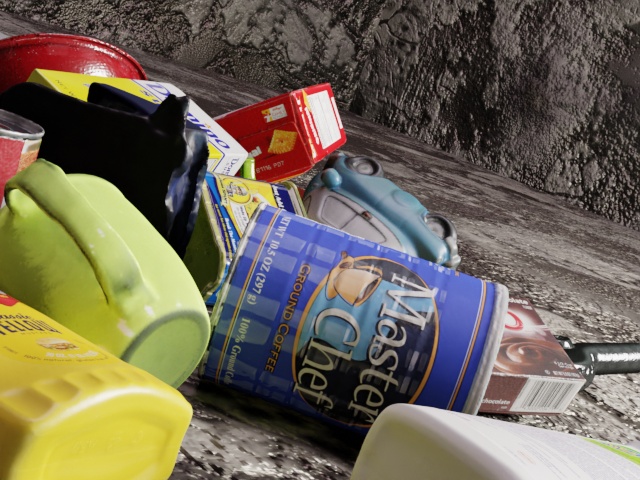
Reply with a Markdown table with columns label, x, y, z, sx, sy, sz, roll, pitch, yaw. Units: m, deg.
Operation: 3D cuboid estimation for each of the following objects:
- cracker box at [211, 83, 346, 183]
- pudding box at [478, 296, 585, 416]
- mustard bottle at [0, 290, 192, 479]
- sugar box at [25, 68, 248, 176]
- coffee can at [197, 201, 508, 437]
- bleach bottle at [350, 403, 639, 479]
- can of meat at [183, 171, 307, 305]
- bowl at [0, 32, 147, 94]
| label | x | y | z | sx | sy | sz | roll | pitch | yaw |
| --- | --- | --- | --- | --- | --- | --- | --- | --- | --- |
| cracker box | -0.072 | -0.083 | 0.974 | 0.164 | 0.072 | 0.213 | -18 | 8 | 12 |
| pudding box | 0.106 | 0.073 | 0.712 | 0.113 | 0.039 | 0.090 | 10 | 32 | -26 |
| mustard bottle | -0.150 | 0.043 | 0.430 | 0.192 | 0.058 | 0.096 | 25 | 10 | 30 |
| sugar box | -0.131 | -0.076 | 0.768 | 0.093 | 0.048 | 0.176 | 43 | 21 | 13 |
| coffee can | 0.017 | 0.050 | 0.575 | 0.140 | 0.103 | 0.102 | 19 | 10 | 2 |
| bleach bottle | 0.134 | 0.128 | 0.498 | 0.250 | 0.068 | 0.103 | 14 | 12 | -40 |
| can of meat | -0.055 | 0.001 | 0.747 | 0.083 | 0.058 | 0.102 | 9 | 47 | -36 |
| bowl | -0.215 | -0.096 | 0.844 | 0.162 | 0.055 | 0.162 | -9 | -22 | -4 |
